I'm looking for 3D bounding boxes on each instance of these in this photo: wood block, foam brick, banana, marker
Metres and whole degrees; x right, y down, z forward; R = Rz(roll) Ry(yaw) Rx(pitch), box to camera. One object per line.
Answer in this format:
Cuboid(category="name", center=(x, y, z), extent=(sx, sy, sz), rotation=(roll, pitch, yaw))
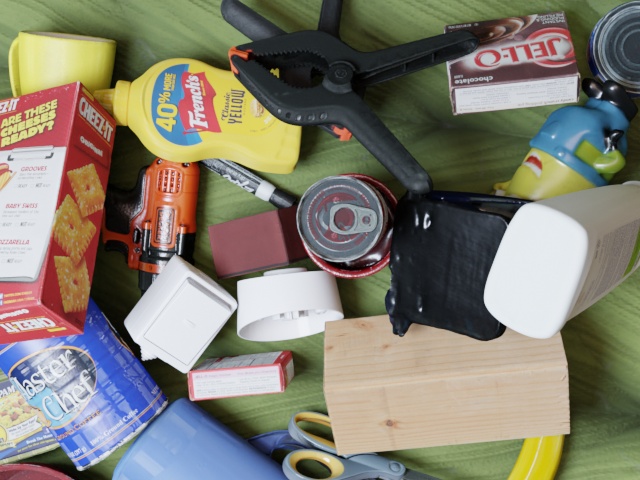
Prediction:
Cuboid(category="wood block", center=(0.111, 0.122, 0.952), extent=(0.206, 0.090, 0.091), rotation=(-7, 127, 7))
Cuboid(category="foam brick", center=(-0.056, 0.001, 0.991), extent=(0.078, 0.052, 0.051), rotation=(-13, 92, 25))
Cuboid(category="banana", center=(0.172, 0.230, 0.991), extent=(0.069, 0.037, 0.198), rotation=(42, 96, 2))
Cuboid(category="marker", center=(-0.074, -0.060, 1.018), extent=(0.121, 0.020, 0.020), rotation=(30, 95, 4))

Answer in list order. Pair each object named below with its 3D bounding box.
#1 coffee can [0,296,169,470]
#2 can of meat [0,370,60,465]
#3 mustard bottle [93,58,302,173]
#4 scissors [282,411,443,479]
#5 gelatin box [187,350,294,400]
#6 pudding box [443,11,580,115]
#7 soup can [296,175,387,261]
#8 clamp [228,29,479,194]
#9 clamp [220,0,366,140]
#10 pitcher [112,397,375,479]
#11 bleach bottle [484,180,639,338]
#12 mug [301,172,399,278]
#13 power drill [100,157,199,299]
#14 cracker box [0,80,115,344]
Cuboid(category="coffee can", center=(-0.219, 0.120, 0.961), extent=(0.103, 0.103, 0.140), rotation=(-35, 96, 7))
Cuboid(category="can of meat", center=(-0.287, 0.164, 1.033), extent=(0.102, 0.057, 0.084), rotation=(-18, 92, 7))
Cuboid(category="mustard bottle", center=(-0.112, -0.118, 0.981), extent=(0.191, 0.058, 0.096), rotation=(6, 77, -5))
Cuboid(category="scissors", center=(0.052, 0.218, 0.966), extent=(0.202, 0.096, 0.016), rotation=(26, 127, 16))
Cuboid(category="gelatin box", center=(-0.073, 0.127, 0.997), extent=(0.089, 0.073, 0.030), rotation=(-7, 92, 6))
Cuboid(category="pudding box", center=(0.169, -0.158, 0.952), extent=(0.113, 0.039, 0.090), rotation=(-7, 46, 8))
Cuboid(category="soup can", center=(0.021, -0.019, 0.882), extent=(0.068, 0.102, 0.068), rotation=(0, 92, 7))
Cuboid(category="clamp", center=(0.026, -0.138, 0.910), extent=(0.210, 0.036, 0.164), rotation=(21, 64, 14))
Cuboid(category="clamp", center=(-0.018, -0.167, 0.962), extent=(0.120, 0.039, 0.171), rotation=(-13, 68, -8))
Cuboid(category="pitcher", center=(-0.062, 0.250, 0.983), extent=(0.243, 0.149, 0.145), rotation=(38, 111, 7))
Cuboid(category="bleach bottle", center=(0.229, 0.005, 0.881), extent=(0.068, 0.250, 0.103), rotation=(29, 113, 30))
Cuboid(category="mug", center=(0.043, -0.019, 0.974), extent=(0.117, 0.081, 0.093), rotation=(-23, 89, 7))
Cuboid(category="power drill", center=(-0.211, 0.002, 1.019), extent=(0.187, 0.057, 0.184), rotation=(7, 93, 5))
Cuboid(category="cracker box", center=(-0.271, -0.017, 0.914), extent=(0.164, 0.072, 0.213), rotation=(-9, 58, 21))
